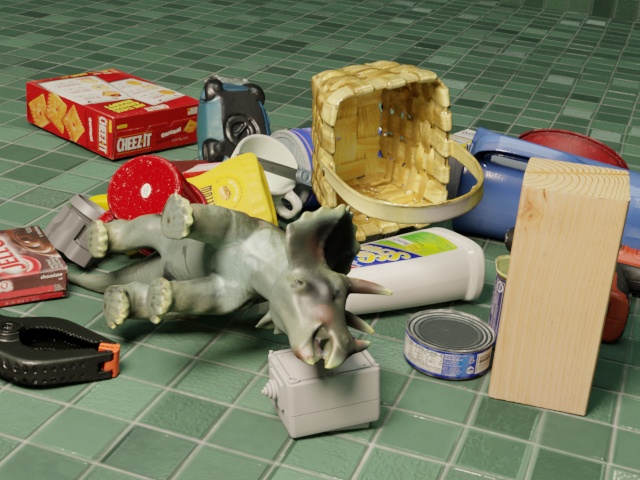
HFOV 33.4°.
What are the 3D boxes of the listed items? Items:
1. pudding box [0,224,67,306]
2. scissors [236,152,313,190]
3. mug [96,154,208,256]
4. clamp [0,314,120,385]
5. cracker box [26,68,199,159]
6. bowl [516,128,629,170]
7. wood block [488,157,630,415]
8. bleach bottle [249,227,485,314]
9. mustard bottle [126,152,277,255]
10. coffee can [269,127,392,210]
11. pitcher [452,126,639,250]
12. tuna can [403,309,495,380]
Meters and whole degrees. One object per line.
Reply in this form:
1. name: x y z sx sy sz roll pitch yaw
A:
1. pudding box: -0.318 0.026 1.096 0.089 0.039 0.114 -8 26 -28
2. scissors: -0.009 -0.091 1.299 0.201 0.096 0.016 34 -21 -32
3. mug: -0.182 -0.032 1.111 0.117 0.081 0.093 -25 66 2
4. clamp: -0.283 0.088 0.957 0.210 0.036 0.164 5 23 -5
5. cracker box: -0.307 -0.189 1.578 0.214 0.072 0.163 25 30 37
6. bowl: 0.323 -0.080 1.410 0.162 0.162 0.055 15 67 22
7. wood block: 0.213 0.040 0.962 0.091 0.206 0.090 10 23 12
8. bleach bottle: 0.044 0.042 1.109 0.250 0.068 0.103 -11 23 -30
9. mustard bottle: -0.149 -0.025 1.179 0.191 0.058 0.096 -18 66 5
10. coffee can: 0.009 -0.099 1.388 0.140 0.103 0.103 -11 28 -35
11. pitcher: 0.288 -0.053 1.298 0.243 0.145 0.149 14 21 14
12. tuna can: 0.123 0.100 1.024 0.086 0.034 0.086 4 22 -2
